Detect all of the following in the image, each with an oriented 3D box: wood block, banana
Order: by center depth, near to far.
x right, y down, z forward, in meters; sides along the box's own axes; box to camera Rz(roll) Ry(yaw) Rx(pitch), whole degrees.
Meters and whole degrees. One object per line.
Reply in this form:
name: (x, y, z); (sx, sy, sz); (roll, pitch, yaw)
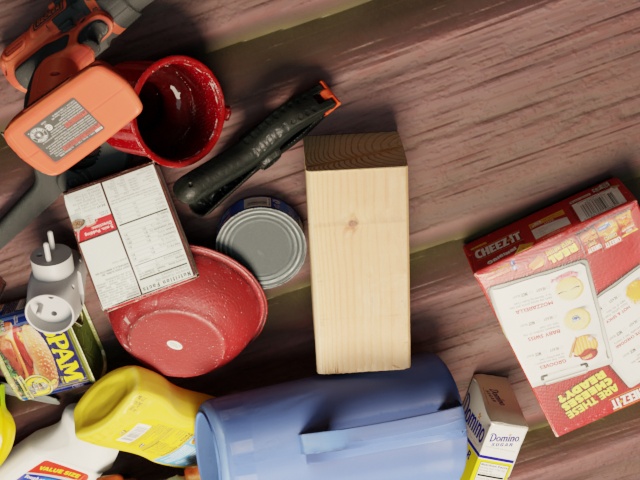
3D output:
wood block: (0.035, 0.012, 0.995); (0.091, 0.090, 0.206); (-3, 116, -1)
banana: (-0.370, 0.226, 1.086); (0.198, 0.070, 0.037); (-39, 149, 18)

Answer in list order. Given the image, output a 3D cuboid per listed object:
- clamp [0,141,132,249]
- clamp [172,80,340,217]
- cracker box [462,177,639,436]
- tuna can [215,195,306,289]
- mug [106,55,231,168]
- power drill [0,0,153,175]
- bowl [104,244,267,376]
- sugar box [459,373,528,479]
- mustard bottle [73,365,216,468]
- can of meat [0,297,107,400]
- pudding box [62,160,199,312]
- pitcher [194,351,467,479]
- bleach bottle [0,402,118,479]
clamp: (-0.233, -0.056, 0.974); (0.164, 0.036, 0.210); (2, 119, -5)
clamp: (-0.059, -0.077, 0.953); (0.171, 0.120, 0.039); (-35, 92, -11)
cracker box: (0.258, 0.066, 1.045); (0.164, 0.072, 0.213); (-26, 115, 9)
tuna can: (-0.057, 0.001, 1.014); (0.086, 0.034, 0.086); (-1, 116, -3)
mug: (-0.133, -0.113, 0.920); (0.117, 0.082, 0.093); (-7, 103, -39)
power drill: (-0.183, -0.149, 0.852); (0.185, 0.187, 0.057); (-35, 125, 16)
bowl: (-0.132, 0.079, 1.011); (0.162, 0.055, 0.162); (2, 132, 2)
sugar box: (0.160, 0.236, 1.108); (0.048, 0.093, 0.176); (9, 114, -8)
mustard bottle: (-0.143, 0.185, 1.062); (0.096, 0.058, 0.191); (-38, 136, 23)
can of meat: (-0.266, 0.101, 1.037); (0.084, 0.057, 0.102); (-14, 116, 6)
pudding box: (-0.168, -0.004, 0.943); (0.090, 0.039, 0.113); (-20, 93, -4)
pitcher: (0.012, 0.185, 1.010); (0.242, 0.145, 0.149); (-7, 128, -19)
bleach bottle: (-0.296, 0.245, 1.103); (0.102, 0.068, 0.251); (39, 105, -20)
